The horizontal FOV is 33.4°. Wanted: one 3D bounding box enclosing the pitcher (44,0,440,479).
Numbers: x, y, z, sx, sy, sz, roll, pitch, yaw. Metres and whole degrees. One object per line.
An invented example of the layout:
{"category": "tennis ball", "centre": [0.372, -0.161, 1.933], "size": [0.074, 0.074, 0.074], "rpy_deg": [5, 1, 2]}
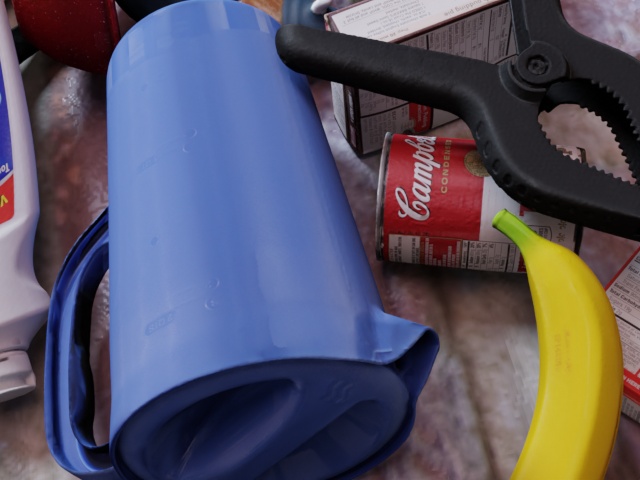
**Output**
{"category": "pitcher", "centre": [-0.053, 0.001, 0.527], "size": [0.149, 0.145, 0.243], "rpy_deg": [4, 50, -22]}

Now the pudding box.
{"category": "pudding box", "centre": [0.062, -0.103, 0.597], "size": [0.113, 0.090, 0.039], "rpy_deg": [-23, 59, -9]}

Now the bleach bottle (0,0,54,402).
{"category": "bleach bottle", "centre": [-0.190, -0.039, 0.562], "size": [0.102, 0.068, 0.251], "rpy_deg": [-12, 76, -33]}

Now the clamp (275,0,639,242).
{"category": "clamp", "centre": [0.105, -0.085, 0.521], "size": [0.210, 0.036, 0.164], "rpy_deg": [41, 74, 15]}

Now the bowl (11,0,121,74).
{"category": "bowl", "centre": [-0.152, -0.165, 0.614], "size": [0.055, 0.162, 0.162], "rpy_deg": [-10, 56, -10]}

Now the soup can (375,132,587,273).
{"category": "soup can", "centre": [0.082, -0.019, 0.554], "size": [0.102, 0.068, 0.068], "rpy_deg": [5, 58, 8]}
